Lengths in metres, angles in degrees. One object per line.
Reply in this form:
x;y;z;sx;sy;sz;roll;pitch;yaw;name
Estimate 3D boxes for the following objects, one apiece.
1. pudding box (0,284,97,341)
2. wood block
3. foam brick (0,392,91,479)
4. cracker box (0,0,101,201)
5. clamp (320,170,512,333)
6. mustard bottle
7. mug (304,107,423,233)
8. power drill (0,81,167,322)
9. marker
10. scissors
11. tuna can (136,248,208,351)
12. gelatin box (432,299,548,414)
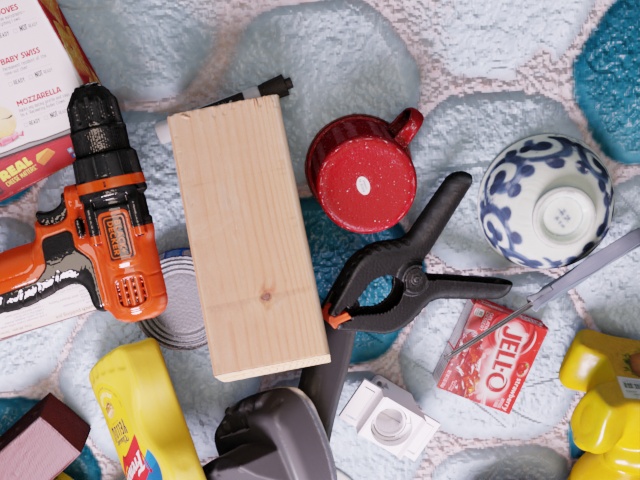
-0.219;0.039;0.890;0.113;0.090;0.039;-19;105;2;pudding box
-0.056;0.001;0.849;0.091;0.090;0.206;-11;80;-1;wood block
-0.252;0.184;0.946;0.078;0.053;0.051;-41;103;7;foam brick
-0.280;-0.141;0.850;0.164;0.072;0.213;-27;103;4;cracker box
0.083;0.034;0.901;0.171;0.039;0.120;-35;105;-6;clamp
-0.135;0.185;0.893;0.058;0.096;0.192;-13;72;-34;mustard bottle
0.043;-0.062;0.882;0.093;0.081;0.117;42;99;-12;mug
-0.221;-0.014;0.811;0.187;0.057;0.184;-13;91;2;power drill
-0.080;-0.111;0.895;0.121;0.020;0.020;-21;105;3;marker
0.197;0.041;0.899;0.201;0.096;0.016;-30;79;-15;scissors
-0.119;0.051;0.927;0.086;0.034;0.086;-1;105;-3;tuna can
0.152;0.102;0.957;0.073;0.030;0.089;21;103;-8;gelatin box
